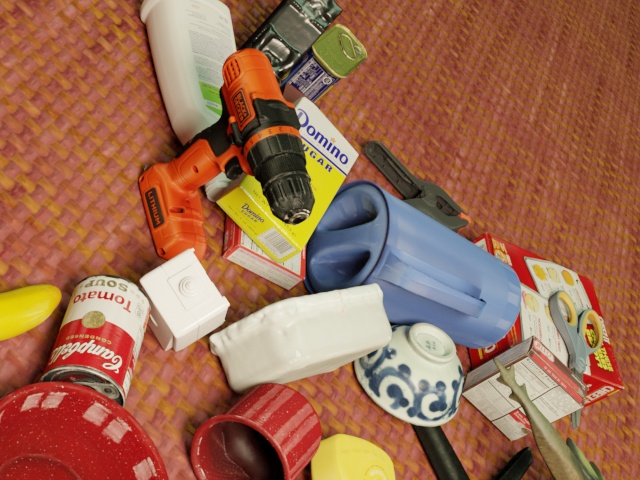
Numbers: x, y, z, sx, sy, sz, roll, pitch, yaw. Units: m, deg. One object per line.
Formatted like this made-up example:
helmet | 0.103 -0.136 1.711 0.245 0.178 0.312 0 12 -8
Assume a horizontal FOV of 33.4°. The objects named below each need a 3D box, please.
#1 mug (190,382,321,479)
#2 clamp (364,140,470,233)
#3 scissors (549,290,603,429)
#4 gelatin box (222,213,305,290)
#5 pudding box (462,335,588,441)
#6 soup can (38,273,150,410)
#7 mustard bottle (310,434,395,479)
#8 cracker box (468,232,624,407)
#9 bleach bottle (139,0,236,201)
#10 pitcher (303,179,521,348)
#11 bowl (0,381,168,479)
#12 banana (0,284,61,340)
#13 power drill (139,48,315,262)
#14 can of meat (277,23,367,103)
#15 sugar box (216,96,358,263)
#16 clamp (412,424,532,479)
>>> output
mug | -0.048 0.184 0.909 0.081 0.093 0.117 -37 119 -59
clamp | 0.119 -0.058 1.336 0.171 0.039 0.120 21 49 -43
scissors | 0.291 0.129 1.253 0.096 0.016 0.201 48 37 -5
gelatin box | -0.057 0.001 1.100 0.089 0.030 0.073 27 43 -28
pudding box | 0.225 0.166 1.185 0.090 0.114 0.039 44 40 -9
soup can | -0.180 0.086 0.861 0.068 0.069 0.102 33 39 -22
mustard bottle | 0.034 0.272 0.932 0.096 0.058 0.191 40 35 -41
cracker box | 0.267 0.102 1.323 0.213 0.072 0.164 22 46 -35
bleach bottle | -0.129 -0.154 1.135 0.102 0.068 0.251 15 51 -38
pitcher | 0.112 0.041 1.159 0.242 0.145 0.149 24 49 -36
bowl | -0.189 0.186 0.772 0.162 0.055 0.162 28 41 -28
banana | -0.282 0.049 0.810 0.197 0.037 0.069 13 51 -40
power drill | -0.086 -0.057 0.986 0.057 0.188 0.184 13 48 -42
can of meat | -0.001 -0.207 1.298 0.057 0.084 0.102 47 36 -5
sugar box | -0.029 -0.066 1.104 0.093 0.048 0.176 46 44 -16
clamp | 0.165 0.269 1.090 0.164 0.036 0.210 21 44 -25
